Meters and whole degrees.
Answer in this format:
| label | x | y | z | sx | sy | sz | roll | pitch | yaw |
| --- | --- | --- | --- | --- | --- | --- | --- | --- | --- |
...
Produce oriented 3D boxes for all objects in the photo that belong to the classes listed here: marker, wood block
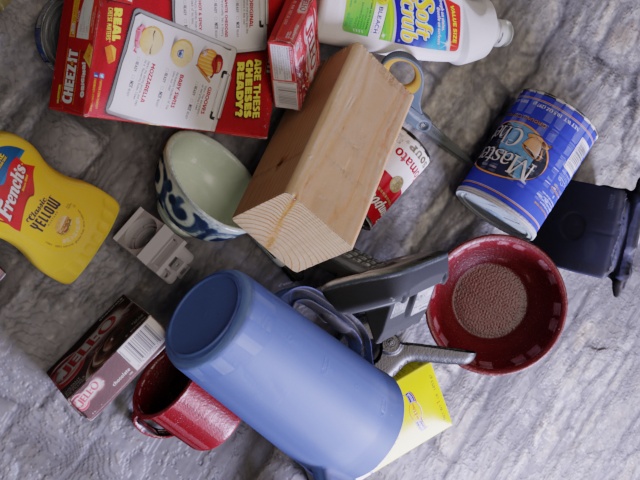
| label | x | y | z | sx | sy | sz | roll | pitch | yaw |
| --- | --- | --- | --- | --- | --- | --- | --- | --- | --- |
| marker | -0.057 | 0.001 | 1.130 | 0.020 | 0.020 | 0.121 | -47 | 116 | -10 |
| wood block | 0.006 | -0.084 | 1.052 | 0.090 | 0.091 | 0.206 | 40 | 52 | -23 |

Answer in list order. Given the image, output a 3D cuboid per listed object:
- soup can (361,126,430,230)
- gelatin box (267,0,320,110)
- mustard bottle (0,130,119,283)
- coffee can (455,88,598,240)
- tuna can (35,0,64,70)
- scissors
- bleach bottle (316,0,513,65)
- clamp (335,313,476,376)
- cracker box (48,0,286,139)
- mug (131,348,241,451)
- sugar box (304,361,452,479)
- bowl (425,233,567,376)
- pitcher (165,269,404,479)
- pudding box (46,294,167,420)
| label | x | y | z | sx | sy | sz | roll | pitch | yaw |
| --- | --- | --- | --- | --- | --- | --- | --- | --- | --- |
| soup can | 0.061 | -0.070 | 1.147 | 0.102 | 0.069 | 0.068 | -48 | 116 | -11 |
| gelatin box | -0.024 | -0.183 | 1.035 | 0.089 | 0.030 | 0.073 | 86 | 19 | -52 |
| mustard bottle | -0.288 | -0.046 | 0.987 | 0.191 | 0.058 | 0.096 | 35 | 84 | -27 |
| coffee can | 0.233 | -0.085 | 1.207 | 0.102 | 0.103 | 0.140 | 37 | 83 | -27 |
| tuna can | -0.223 | -0.192 | 1.002 | 0.086 | 0.034 | 0.086 | -5 | 102 | -25 |
| scissors | 0.117 | -0.144 | 1.162 | 0.201 | 0.016 | 0.096 | 20 | 132 | -26 |
| bleach bottle | 0.099 | -0.245 | 1.133 | 0.250 | 0.068 | 0.102 | 3 | 105 | -28 |
| clamp | 0.086 | 0.117 | 1.188 | 0.171 | 0.039 | 0.120 | -33 | 86 | 0 |
| cracker box | -0.136 | -0.187 | 0.994 | 0.213 | 0.072 | 0.164 | 2 | 101 | -46 |
| mug | -0.140 | 0.168 | 1.093 | 0.117 | 0.093 | 0.081 | -35 | 123 | 18 |
| sugar box | 0.058 | 0.210 | 1.214 | 0.176 | 0.048 | 0.093 | -29 | 112 | -19 |
| bowl | 0.199 | 0.072 | 1.229 | 0.162 | 0.055 | 0.162 | 0 | 92 | 2 |
| pitcher | -0.033 | 0.124 | 1.058 | 0.145 | 0.149 | 0.242 | -44 | 126 | 5 |
| pudding box | -0.207 | 0.112 | 1.040 | 0.113 | 0.090 | 0.039 | -45 | 117 | -12 |
